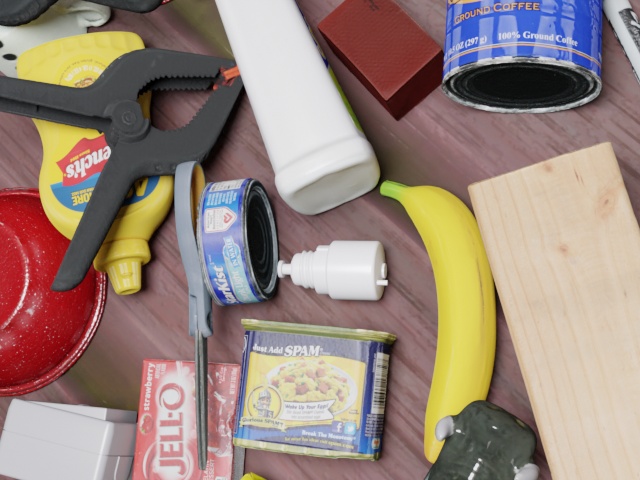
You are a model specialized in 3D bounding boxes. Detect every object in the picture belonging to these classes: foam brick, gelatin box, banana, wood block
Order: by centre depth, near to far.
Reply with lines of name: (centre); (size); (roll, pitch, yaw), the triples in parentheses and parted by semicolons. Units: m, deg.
wood block: (0.164, 0.058, 0.651); (0.090, 0.090, 0.206); (-17, 75, 12)
banana: (0.086, 0.045, 0.704); (0.070, 0.037, 0.198); (-26, 66, 48)
gelatin box: (-0.089, 0.129, 0.738); (0.073, 0.030, 0.089); (2, 79, 16)
foam brick: (0.045, -0.132, 0.744); (0.053, 0.051, 0.078); (-41, 72, 3)

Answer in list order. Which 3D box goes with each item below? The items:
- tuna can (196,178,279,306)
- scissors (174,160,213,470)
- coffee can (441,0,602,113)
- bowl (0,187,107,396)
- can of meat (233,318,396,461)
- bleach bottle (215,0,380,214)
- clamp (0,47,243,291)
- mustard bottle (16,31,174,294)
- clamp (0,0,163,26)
tuna can: (-0.055, 0.001, 0.726); (0.034, 0.086, 0.086); (-6, 77, 12)
scissors: (-0.077, 0.047, 0.731); (0.016, 0.096, 0.202); (-5, 91, 11)
coffee can: (0.134, -0.166, 0.699); (0.103, 0.102, 0.140); (1, 79, 16)
bowl: (-0.243, 0.033, 0.788); (0.162, 0.055, 0.162); (-3, 78, 15)
can of meat: (-0.005, 0.099, 0.708); (0.102, 0.057, 0.084); (4, 82, 16)
bleach bottle: (-0.037, -0.146, 0.737); (0.068, 0.102, 0.251); (-23, 78, 4)
clamp: (-0.135, -0.067, 0.735); (0.209, 0.036, 0.164); (-22, 84, -28)
mustard bottle: (-0.158, -0.054, 0.778); (0.096, 0.058, 0.191); (-11, 76, -10)
clamp: (-0.194, -0.208, 0.749); (0.171, 0.039, 0.120); (-6, 81, 12)
